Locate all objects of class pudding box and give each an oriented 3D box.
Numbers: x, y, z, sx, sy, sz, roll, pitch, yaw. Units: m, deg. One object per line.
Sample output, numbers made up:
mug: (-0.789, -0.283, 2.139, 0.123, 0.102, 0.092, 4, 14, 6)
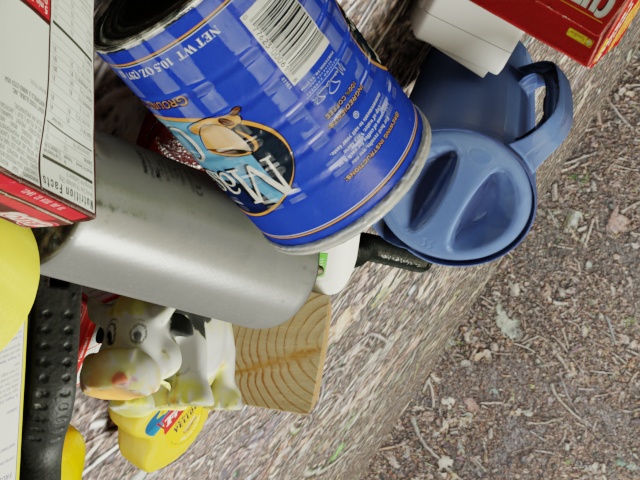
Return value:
pudding box: (-0.116, -0.067, 0.394, 0.090, 0.039, 0.113, 48, 40, -76)

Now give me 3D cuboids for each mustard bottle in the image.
mustard bottle: (-0.126, 0.114, 0.845, 0.096, 0.058, 0.192, -50, 165, -25)

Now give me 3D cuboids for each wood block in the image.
wood block: (-0.041, 0.086, 0.870, 0.206, 0.091, 0.090, 80, 19, -84)

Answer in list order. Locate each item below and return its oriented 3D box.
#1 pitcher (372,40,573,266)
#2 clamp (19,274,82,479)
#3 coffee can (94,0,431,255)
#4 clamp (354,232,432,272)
pitcher: (0.138, -0.101, 0.942, 0.242, 0.149, 0.145, -70, 166, -52)
clamp: (-0.160, 0.102, 0.604, 0.036, 0.165, 0.210, 2, 125, -24)
coffee can: (-0.026, -0.076, 0.511, 0.102, 0.103, 0.140, -51, 122, -15)
clamp: (0.017, -0.005, 1.007, 0.171, 0.120, 0.039, 7, 104, -50)
